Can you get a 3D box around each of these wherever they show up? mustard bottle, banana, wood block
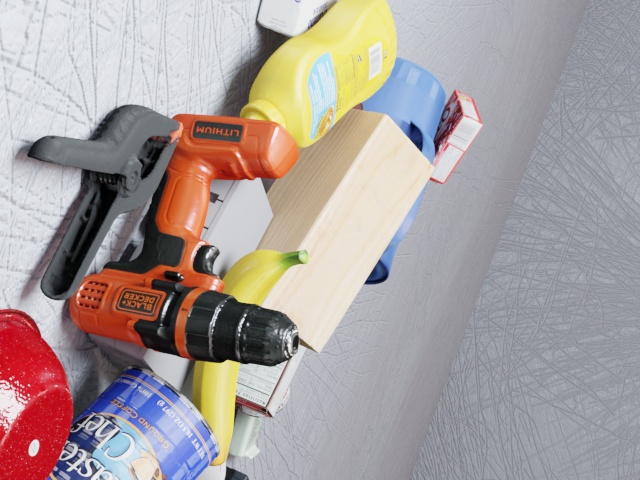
[{"bbox_3d":[-0.007,-0.135,0.924,0.191,0.058,0.096,-44,147,-36],"label":"mustard bottle"},{"bbox_3d":[-0.072,0.086,0.880,0.037,0.070,0.198,12,104,-38],"label":"banana"},{"bbox_3d":[0.003,-0.013,0.986,0.090,0.091,0.206,42,75,-37],"label":"wood block"}]

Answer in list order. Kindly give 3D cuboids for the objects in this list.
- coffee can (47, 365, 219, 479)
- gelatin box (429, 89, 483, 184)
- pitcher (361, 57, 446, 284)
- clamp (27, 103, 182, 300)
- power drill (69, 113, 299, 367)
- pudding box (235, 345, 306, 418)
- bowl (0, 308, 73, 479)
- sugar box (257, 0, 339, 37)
[{"bbox_3d":[-0.161,0.180,0.818,0.140,0.103,0.103,-46,154,-29],"label":"coffee can"},{"bbox_3d":[0.147,-0.119,1.230,0.089,0.030,0.073,-58,-163,27],"label":"gelatin box"},{"bbox_3d":[0.060,-0.082,1.187,0.145,0.149,0.242,75,36,-65],"label":"pitcher"},{"bbox_3d":[-0.149,-0.036,0.748,0.171,0.039,0.120,-42,150,-58],"label":"clamp"},{"bbox_3d":[-0.079,-0.001,0.792,0.057,0.185,0.187,60,44,-56],"label":"power drill"},{"bbox_3d":[-0.068,0.116,1.106,0.113,0.090,0.039,-64,162,-18],"label":"pudding box"},{"bbox_3d":[-0.215,0.130,0.714,0.162,0.055,0.162,-58,161,-34],"label":"bowl"},{"bbox_3d":[0.000,-0.269,0.932,0.093,0.048,0.176,-29,141,-65],"label":"sugar box"}]
